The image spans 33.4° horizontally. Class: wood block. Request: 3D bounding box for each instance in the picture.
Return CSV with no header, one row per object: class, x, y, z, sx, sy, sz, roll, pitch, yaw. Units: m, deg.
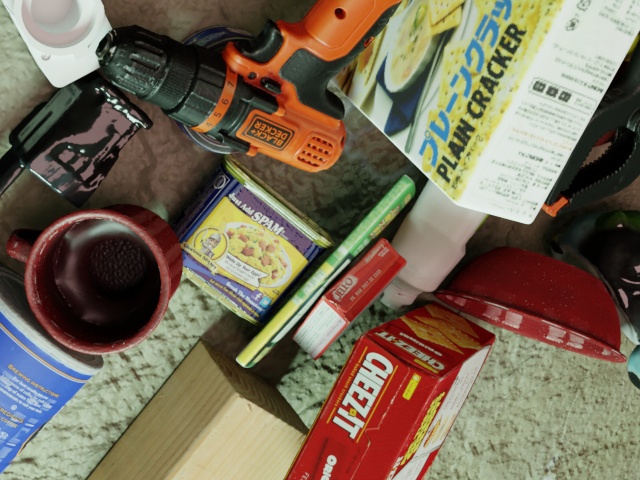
wood block,-0.112,0.194,0.822,0.090,0.090,0.206,38,93,-34

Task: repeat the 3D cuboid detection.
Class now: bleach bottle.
bleach bottle,0.114,-0.046,0.802,0.068,0.102,0.251,36,116,10

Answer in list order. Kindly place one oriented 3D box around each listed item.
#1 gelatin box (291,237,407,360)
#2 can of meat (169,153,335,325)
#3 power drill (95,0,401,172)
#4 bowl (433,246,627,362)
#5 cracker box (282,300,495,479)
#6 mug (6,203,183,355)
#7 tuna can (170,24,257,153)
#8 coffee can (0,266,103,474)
gelatin box,0.021,0.045,0.811,0.030,0.089,0.073,43,60,6
can of meat,-0.055,0.001,0.774,0.102,0.057,0.084,39,95,-18
power drill,-0.023,-0.141,0.668,0.184,0.057,0.188,20,120,-37
bowl,0.176,0.046,0.861,0.161,0.162,0.055,25,83,-32
cracker box,0.052,0.140,0.819,0.164,0.072,0.213,-64,163,11
mug,-0.148,0.017,0.703,0.117,0.081,0.093,16,100,1
tuna can,-0.065,-0.104,0.744,0.086,0.034,0.086,-10,116,-21
coffee can,-0.231,0.101,0.716,0.140,0.103,0.102,-47,123,0
